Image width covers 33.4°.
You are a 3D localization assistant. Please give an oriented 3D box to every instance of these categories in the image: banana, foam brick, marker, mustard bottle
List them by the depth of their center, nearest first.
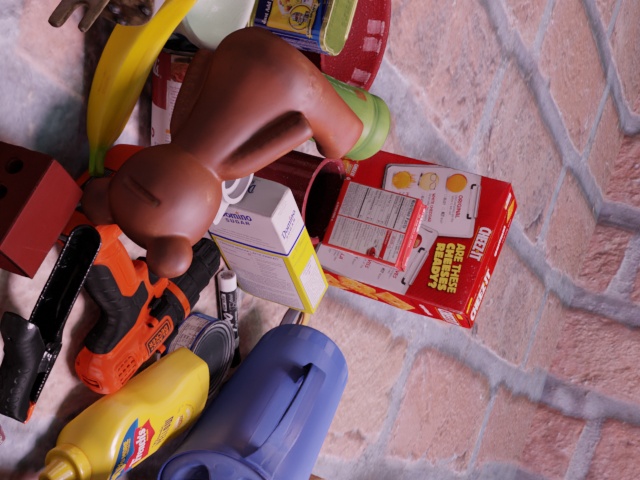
[{"bbox_3d":[-0.214,-0.022,0.749,0.078,0.053,0.051,-64,155,-20],"label":"foam brick"},{"bbox_3d":[-0.133,-0.137,0.793,0.037,0.070,0.198,0,138,-37],"label":"banana"},{"bbox_3d":[-0.177,0.169,0.943,0.191,0.058,0.096,-31,151,-55],"label":"mustard bottle"},{"bbox_3d":[-0.095,0.085,1.118,0.020,0.020,0.121,-46,144,-46],"label":"marker"}]

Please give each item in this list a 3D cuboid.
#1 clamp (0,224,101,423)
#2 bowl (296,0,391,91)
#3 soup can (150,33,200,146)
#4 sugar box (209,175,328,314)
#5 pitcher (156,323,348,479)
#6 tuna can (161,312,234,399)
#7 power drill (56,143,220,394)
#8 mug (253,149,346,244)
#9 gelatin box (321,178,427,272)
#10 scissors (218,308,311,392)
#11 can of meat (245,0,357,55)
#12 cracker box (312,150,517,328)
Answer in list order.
[{"bbox_3d":[-0.205,0.068,0.786,0.120,0.039,0.172,-56,178,-43],"label":"clamp"},{"bbox_3d":[0.017,-0.220,1.117,0.161,0.055,0.162,-44,143,-48],"label":"bowl"},{"bbox_3d":[-0.108,-0.117,0.898,0.068,0.069,0.102,-34,136,-55],"label":"soup can"},{"bbox_3d":[-0.057,0.001,1.056,0.048,0.093,0.176,-60,153,-28],"label":"sugar box"},{"bbox_3d":[-0.050,0.185,1.077,0.242,0.149,0.145,-57,140,-54],"label":"pitcher"},{"bbox_3d":[-0.122,0.116,1.062,0.086,0.034,0.086,-44,143,-48],"label":"tuna can"},{"bbox_3d":[-0.152,0.013,0.901,0.184,0.057,0.187,-53,149,-37],"label":"power drill"},{"bbox_3d":[-0.026,-0.047,1.103,0.093,0.082,0.117,-69,156,-10],"label":"mug"},{"bbox_3d":[0.055,-0.016,1.084,0.030,0.089,0.073,32,76,-65],"label":"gelatin box"},{"bbox_3d":[-0.056,0.120,1.230,0.201,0.016,0.096,4,100,-66],"label":"scissors"},{"bbox_3d":[-0.013,-0.231,1.010,0.057,0.084,0.102,8,98,-66],"label":"can of meat"},{"bbox_3d":[0.100,-0.008,1.238,0.164,0.214,0.072,-67,155,-14],"label":"cracker box"}]
